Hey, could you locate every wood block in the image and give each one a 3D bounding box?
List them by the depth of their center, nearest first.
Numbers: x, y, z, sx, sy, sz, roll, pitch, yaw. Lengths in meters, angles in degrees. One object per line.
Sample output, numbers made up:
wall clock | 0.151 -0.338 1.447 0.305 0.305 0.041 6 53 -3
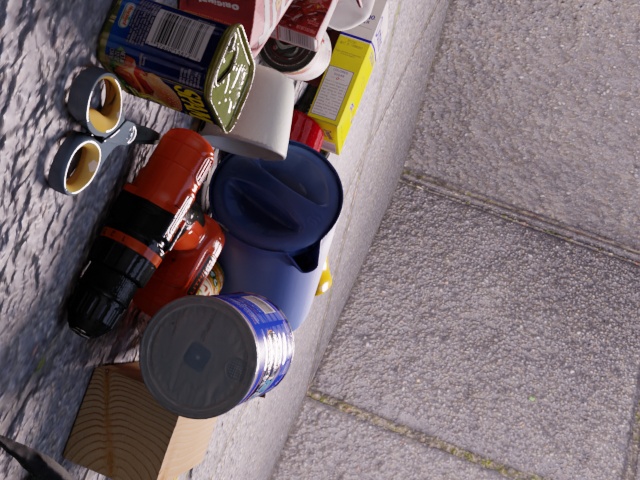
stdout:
wood block | -0.164 0.175 1.046 0.206 0.090 0.091 34 76 -82

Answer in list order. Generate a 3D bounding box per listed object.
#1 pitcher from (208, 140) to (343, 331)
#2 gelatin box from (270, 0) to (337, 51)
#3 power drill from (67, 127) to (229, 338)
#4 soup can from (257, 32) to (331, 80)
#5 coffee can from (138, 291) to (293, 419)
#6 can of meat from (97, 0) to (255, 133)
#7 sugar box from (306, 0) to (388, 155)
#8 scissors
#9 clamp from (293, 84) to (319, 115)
pitcher | -0.058 0.001 1.146 0.243 0.145 0.149 101 9 -60
gelatin box | -0.032 -0.219 0.962 0.030 0.089 0.073 86 25 -70
power drill | -0.140 0.014 0.902 0.184 0.057 0.187 -60 172 -14
soup can | -0.027 -0.206 1.128 0.102 0.068 0.068 -23 132 -81
coffee can | -0.088 0.098 0.944 0.140 0.103 0.103 7 103 -79
can of meat | -0.098 -0.123 0.737 0.102 0.084 0.057 73 37 -79
sugar box | 0.034 -0.200 1.273 0.093 0.048 0.176 83 30 -74
scissors | -0.152 -0.063 0.770 0.202 0.016 0.096 78 34 -77
clamp | -0.022 -0.162 1.417 0.171 0.039 0.120 -60 172 -13
